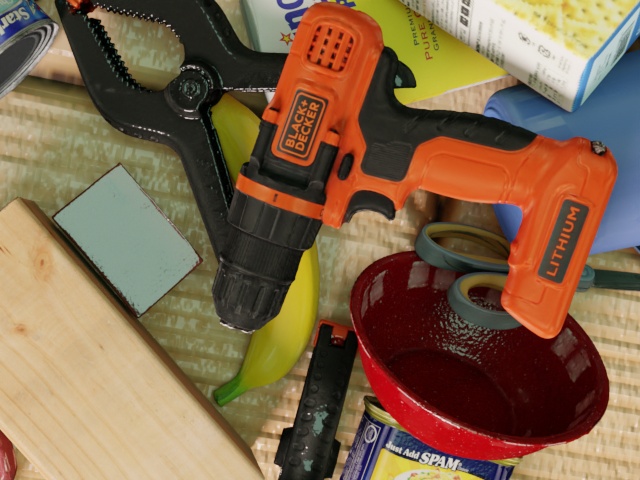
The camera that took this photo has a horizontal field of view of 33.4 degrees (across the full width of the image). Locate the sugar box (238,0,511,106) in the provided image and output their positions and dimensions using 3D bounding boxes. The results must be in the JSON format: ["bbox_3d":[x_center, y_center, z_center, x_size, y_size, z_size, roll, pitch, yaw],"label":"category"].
[{"bbox_3d":[0.046,-0.130,0.661,0.176,0.048,0.093,-17,93,-9],"label":"sugar box"}]

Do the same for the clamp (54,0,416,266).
[{"bbox_3d":[-0.061,-0.092,0.620,0.210,0.036,0.164,44,98,3],"label":"clamp"}]

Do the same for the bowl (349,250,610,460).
[{"bbox_3d":[0.086,0.077,0.636,0.162,0.162,0.055,16,125,-8],"label":"bowl"}]

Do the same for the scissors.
[{"bbox_3d":[0.156,0.033,0.665,0.201,0.096,0.016,15,127,-6],"label":"scissors"}]

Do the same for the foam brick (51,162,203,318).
[{"bbox_3d":[-0.114,-0.001,0.637,0.053,0.051,0.078,-40,96,-7],"label":"foam brick"}]

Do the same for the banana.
[{"bbox_3d":[-0.036,0.004,0.655,0.069,0.037,0.198,-3,91,-8],"label":"banana"}]

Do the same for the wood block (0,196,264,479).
[{"bbox_3d":[-0.135,0.083,0.615,0.090,0.091,0.206,-41,96,-6],"label":"wood block"}]

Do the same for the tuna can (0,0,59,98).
[{"bbox_3d":[-0.192,-0.106,0.607,0.086,0.086,0.034,-44,95,-6],"label":"tuna can"}]

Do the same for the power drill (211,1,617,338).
[{"bbox_3d":[0.047,-0.014,0.568,0.187,0.057,0.184,20,99,3],"label":"power drill"}]

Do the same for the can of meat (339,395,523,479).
[{"bbox_3d":[0.062,0.154,0.661,0.102,0.057,0.084,20,90,-7],"label":"can of meat"}]

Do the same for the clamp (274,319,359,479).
[{"bbox_3d":[-0.009,0.131,0.623,0.039,0.120,0.171,13,85,-6],"label":"clamp"}]
